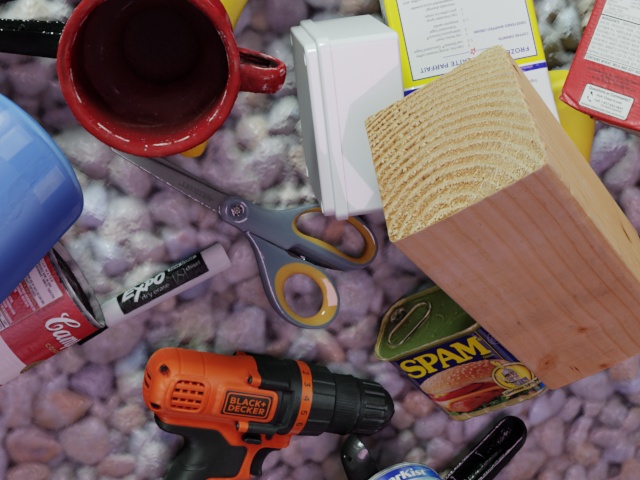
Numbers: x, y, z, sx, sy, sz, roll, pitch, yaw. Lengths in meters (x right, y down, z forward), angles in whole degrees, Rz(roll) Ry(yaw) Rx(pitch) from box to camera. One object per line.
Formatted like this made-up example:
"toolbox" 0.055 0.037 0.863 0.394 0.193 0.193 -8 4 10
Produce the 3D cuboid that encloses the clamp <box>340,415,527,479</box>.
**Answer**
"clamp" 0.055 0.219 0.791 0.164 0.036 0.210 9 112 -36

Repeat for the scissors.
"scissors" -0.055 0.001 0.709 0.201 0.016 0.096 13 86 -23

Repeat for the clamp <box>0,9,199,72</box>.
"clamp" -0.132 -0.121 0.636 0.171 0.039 0.120 43 120 -11

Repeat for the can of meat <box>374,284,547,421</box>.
"can of meat" 0.104 0.075 0.748 0.102 0.057 0.084 -26 122 37

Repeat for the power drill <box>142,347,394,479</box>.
"power drill" -0.051 0.170 0.757 0.184 0.057 0.188 12 101 -20

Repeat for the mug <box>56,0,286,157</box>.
"mug" -0.076 -0.099 0.577 0.117 0.081 0.093 6 111 -4

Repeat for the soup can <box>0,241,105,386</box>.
"soup can" -0.198 0.051 0.676 0.102 0.068 0.068 -30 111 -3

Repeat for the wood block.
"wood block" 0.121 -0.004 0.618 0.090 0.091 0.205 -28 138 21

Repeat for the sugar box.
"sugar box" 0.090 -0.122 0.672 0.093 0.048 0.176 -11 90 2

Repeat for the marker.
"marker" -0.117 0.037 0.718 0.121 0.020 0.020 -27 111 -5
